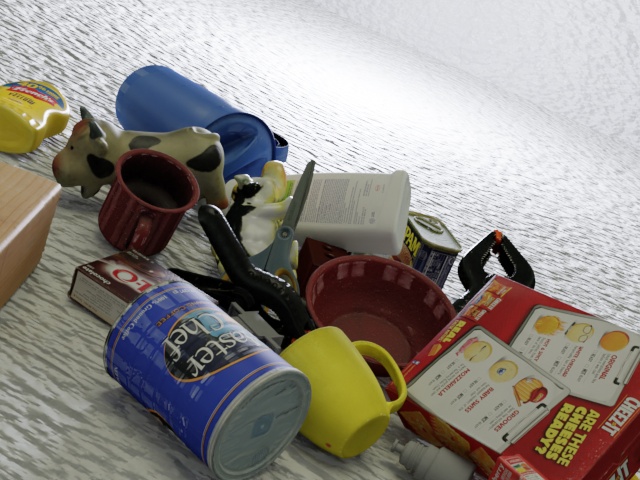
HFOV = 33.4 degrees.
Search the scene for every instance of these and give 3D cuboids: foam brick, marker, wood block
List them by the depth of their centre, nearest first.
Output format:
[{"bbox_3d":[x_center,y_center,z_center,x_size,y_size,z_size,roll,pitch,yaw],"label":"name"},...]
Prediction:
[{"bbox_3d":[-0.304,0.006,0.924,0.090,0.091,0.206,20,20,-4],"label":"wood block"},{"bbox_3d":[0.025,0.092,1.141,0.121,0.020,0.020,25,20,10],"label":"marker"},{"bbox_3d":[0.002,0.039,1.207,0.053,0.051,0.078,17,20,-14],"label":"foam brick"}]

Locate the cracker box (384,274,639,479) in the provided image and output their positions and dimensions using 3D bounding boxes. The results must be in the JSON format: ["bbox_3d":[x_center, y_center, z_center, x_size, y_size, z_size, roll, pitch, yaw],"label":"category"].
[{"bbox_3d":[0.189,0.136,0.939,0.164,0.072,0.214,-43,40,-20],"label":"cracker box"}]

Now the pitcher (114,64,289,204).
[{"bbox_3d":[-0.165,-0.145,1.407,0.243,0.145,0.149,38,-7,46],"label":"pitcher"}]

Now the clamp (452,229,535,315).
[{"bbox_3d":[0.199,0.063,1.263,0.164,0.036,0.210,6,41,-5],"label":"clamp"}]

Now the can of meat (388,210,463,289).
[{"bbox_3d":[0.125,0.023,1.327,0.057,0.084,0.102,14,21,-20],"label":"can of meat"}]

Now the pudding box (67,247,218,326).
[{"bbox_3d":[-0.167,0.056,1.010,0.114,0.039,0.089,28,21,19],"label":"pudding box"}]

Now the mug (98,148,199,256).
[{"bbox_3d":[-0.187,-0.029,1.129,0.093,0.082,0.117,20,39,-18],"label":"mug"}]

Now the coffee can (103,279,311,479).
[{"bbox_3d":[-0.091,0.110,0.854,0.140,0.103,0.102,35,24,33],"label":"coffee can"}]

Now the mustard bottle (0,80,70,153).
[{"bbox_3d":[-0.369,-0.163,1.341,0.096,0.058,0.191,22,19,1],"label":"mustard bottle"}]

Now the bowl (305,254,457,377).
[{"bbox_3d":[0.057,0.087,1.095,0.162,0.055,0.162,11,38,-9],"label":"bowl"}]

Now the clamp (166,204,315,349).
[{"bbox_3d":[-0.073,0.042,1.037,0.171,0.120,0.039,30,47,6],"label":"clamp"}]

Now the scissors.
[{"bbox_3d":[-0.057,0.001,1.121,0.096,0.016,0.201,2,65,1],"label":"scissors"}]

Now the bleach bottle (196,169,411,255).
[{"bbox_3d":[-0.023,-0.042,1.276,0.251,0.068,0.102,5,60,15],"label":"bleach bottle"}]
